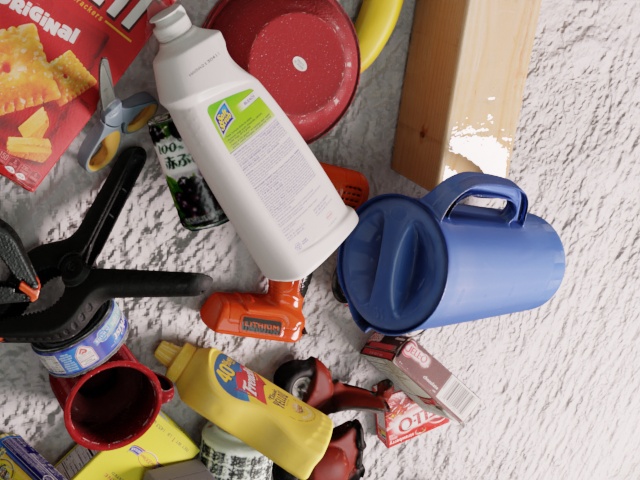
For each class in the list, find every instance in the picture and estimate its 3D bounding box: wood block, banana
[{"bbox_3d":[0.143,-0.158,1.068,0.090,0.091,0.206,-3,113,-28],"label":"wood block"},{"bbox_3d":[0.051,-0.251,1.010,0.069,0.037,0.198,-4,113,-9],"label":"banana"}]

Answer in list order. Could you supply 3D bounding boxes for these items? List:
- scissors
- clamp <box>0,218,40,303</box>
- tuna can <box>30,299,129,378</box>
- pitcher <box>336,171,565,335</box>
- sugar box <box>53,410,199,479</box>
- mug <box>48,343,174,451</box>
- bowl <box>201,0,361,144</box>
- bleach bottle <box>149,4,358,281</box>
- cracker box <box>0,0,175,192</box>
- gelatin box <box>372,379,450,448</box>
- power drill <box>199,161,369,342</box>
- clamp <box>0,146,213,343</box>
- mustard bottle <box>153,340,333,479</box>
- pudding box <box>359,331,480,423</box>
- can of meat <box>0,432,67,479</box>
[{"bbox_3d":[-0.161,-0.117,0.880,0.016,0.202,0.096,44,60,3],"label":"scissors"},{"bbox_3d":[-0.307,-0.007,0.887,0.171,0.039,0.120,22,102,-16],"label":"clamp"},{"bbox_3d":[-0.219,0.083,0.970,0.086,0.086,0.033,-34,122,-13],"label":"tuna can"},{"bbox_3d":[0.147,0.015,1.069,0.242,0.149,0.145,0,84,-47],"label":"pitcher"},{"bbox_3d":[-0.216,0.241,1.066,0.176,0.048,0.093,-46,129,-7],"label":"sugar box"},{"bbox_3d":[-0.196,0.137,1.009,0.117,0.082,0.093,1,111,-30],"label":"mug"},{"bbox_3d":[-0.029,-0.160,0.966,0.162,0.055,0.162,-4,101,-19],"label":"bowl"},{"bbox_3d":[-0.064,-0.089,0.914,0.102,0.068,0.250,-46,119,-32],"label":"bleach bottle"},{"bbox_3d":[-0.239,-0.169,0.855,0.164,0.072,0.213,37,90,-37],"label":"cracker box"},{"bbox_3d":[0.107,0.191,1.239,0.089,0.030,0.073,-17,119,-22],"label":"gelatin box"},{"bbox_3d":[-0.057,0.001,1.043,0.184,0.057,0.188,12,106,-25],"label":"power drill"},{"bbox_3d":[-0.201,0.033,0.933,0.210,0.165,0.036,-39,150,0],"label":"clamp"},{"bbox_3d":[-0.081,0.158,1.061,0.191,0.096,0.058,32,106,-2],"label":"mustard bottle"},{"bbox_3d":[0.107,0.147,1.162,0.113,0.090,0.039,44,76,-16],"label":"pudding box"},{"bbox_3d":[-0.290,0.243,0.993,0.102,0.084,0.057,-53,162,0],"label":"can of meat"}]
